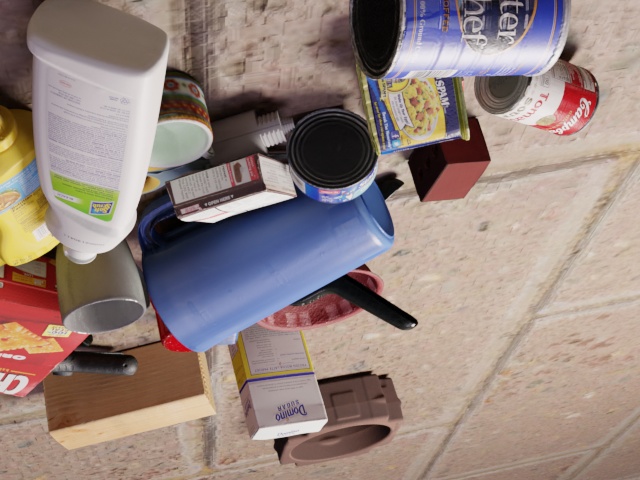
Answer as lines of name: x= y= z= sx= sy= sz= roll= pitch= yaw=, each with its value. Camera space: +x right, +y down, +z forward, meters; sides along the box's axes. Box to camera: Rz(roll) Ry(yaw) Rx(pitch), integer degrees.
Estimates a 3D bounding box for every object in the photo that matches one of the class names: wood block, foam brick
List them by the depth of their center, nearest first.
foam brick: x=0.130 y=-0.081 z=1.086 sx=0.051 sy=0.053 sz=0.078 roll=-5 pitch=152 yaw=-19
wood block: x=-0.252 y=0.203 z=1.417 sx=0.206 sy=0.091 sz=0.090 roll=-14 pitch=155 yaw=-2

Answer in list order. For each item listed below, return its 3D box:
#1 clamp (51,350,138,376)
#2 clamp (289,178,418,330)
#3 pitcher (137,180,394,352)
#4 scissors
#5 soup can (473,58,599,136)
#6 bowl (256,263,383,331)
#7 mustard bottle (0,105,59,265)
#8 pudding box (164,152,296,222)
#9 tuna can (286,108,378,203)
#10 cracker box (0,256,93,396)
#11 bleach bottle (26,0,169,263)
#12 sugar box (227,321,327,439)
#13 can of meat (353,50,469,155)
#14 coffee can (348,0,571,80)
clamp: x=-0.311 y=0.149 z=1.320 sx=0.171 sy=0.039 sz=0.120 roll=6 pitch=169 yaw=-8
clamp: x=0.004 y=0.012 z=1.167 sx=0.210 sy=0.164 sz=0.036 roll=2 pitch=-174 yaw=13
pitcher: x=-0.057 y=0.001 z=1.088 sx=0.243 sy=0.145 sz=0.149 roll=-27 pitch=164 yaw=16
scissors: x=-0.122 y=-0.067 z=1.026 sx=0.201 sy=0.016 sz=0.096 roll=3 pitch=151 yaw=-32
soup can: x=0.200 y=-0.139 z=0.988 sx=0.102 sy=0.068 sz=0.069 roll=10 pitch=145 yaw=-39
bowl: x=-0.008 y=0.051 z=1.276 sx=0.162 sy=0.055 sz=0.162 roll=-12 pitch=154 yaw=-6
mustard bottle: x=-0.260 y=-0.057 z=0.904 sx=0.096 sy=0.058 sz=0.192 roll=-43 pitch=161 yaw=-19
pudding box: x=-0.079 y=-0.047 z=0.975 sx=0.090 sy=0.039 sz=0.113 roll=-17 pitch=177 yaw=11
tuna can: x=0.012 y=-0.078 z=0.992 sx=0.086 sy=0.086 sz=0.034 roll=-12 pitch=156 yaw=-4
cracker box: x=-0.350 y=0.089 z=1.138 sx=0.164 sy=0.072 sz=0.214 roll=16 pitch=142 yaw=-32
bleach bottle: x=-0.188 y=-0.071 z=0.852 sx=0.102 sy=0.068 sz=0.251 roll=20 pitch=138 yaw=-3
sugar box: x=-0.060 y=0.155 z=1.320 sx=0.093 sy=0.176 sz=0.048 roll=-3 pitch=152 yaw=-22
can of meat: x=0.078 y=-0.129 z=0.921 sx=0.084 sy=0.057 sz=0.102 roll=-12 pitch=119 yaw=2
coffee can: x=0.105 y=-0.177 z=0.822 sx=0.140 sy=0.103 sz=0.103 roll=-5 pitch=153 yaw=-19
